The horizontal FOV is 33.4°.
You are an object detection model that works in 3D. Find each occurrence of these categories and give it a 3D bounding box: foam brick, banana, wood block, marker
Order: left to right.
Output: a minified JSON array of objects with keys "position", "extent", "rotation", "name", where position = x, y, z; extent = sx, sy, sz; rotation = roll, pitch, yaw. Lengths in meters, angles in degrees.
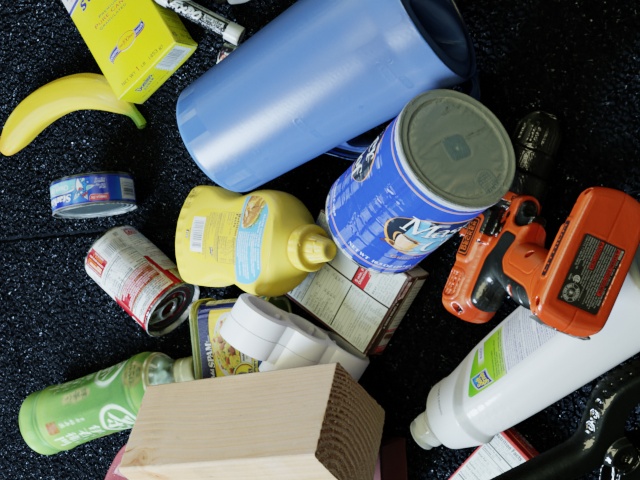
[{"position":[-0.274,-0.139,1.137],"extent":[0.198,0.037,0.069],"rotation":[-7,87,29],"name":"banana"},{"position":[-0.130,-0.226,1.039],"extent":[0.121,0.020,0.020],"rotation":[28,105,2],"name":"marker"},{"position":[-0.059,0.176,0.929],"extent":[0.206,0.090,0.090],"rotation":[-11,47,31],"name":"wood block"},{"position":[0.032,0.206,0.961],"extent":[0.078,0.051,0.053],"rotation":[-3,90,30],"name":"foam brick"}]

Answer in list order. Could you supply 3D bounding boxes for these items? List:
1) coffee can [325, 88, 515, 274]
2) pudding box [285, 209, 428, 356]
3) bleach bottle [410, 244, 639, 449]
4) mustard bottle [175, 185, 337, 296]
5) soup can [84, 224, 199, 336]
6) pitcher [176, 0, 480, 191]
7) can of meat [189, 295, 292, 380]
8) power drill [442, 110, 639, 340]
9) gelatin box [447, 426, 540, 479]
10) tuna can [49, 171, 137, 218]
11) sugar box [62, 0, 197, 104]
[{"position":[0.078,-0.044,0.869],"extent":[0.103,0.102,0.140],"rotation":[65,149,13],"name":"coffee can"},{"position":[0.028,0.037,0.969],"extent":[0.114,0.039,0.090],"rotation":[37,109,26],"name":"pudding box"},{"position":[0.170,0.092,0.867],"extent":[0.068,0.102,0.251],"rotation":[39,122,-17],"name":"bleach bottle"},{"position":[-0.056,0.001,0.973],"extent":[0.192,0.058,0.096],"rotation":[6,87,48],"name":"mustard bottle"},{"position":[-0.180,0.039,1.069],"extent":[0.102,0.068,0.068],"rotation":[40,109,23],"name":"soup can"},{"position":[0.006,-0.132,0.900],"extent":[0.243,0.144,0.149],"rotation":[-29,82,28],"name":"pitcher"},{"position":[-0.072,0.102,1.016],"extent":[0.084,0.057,0.102],"rotation":[-7,88,27],"name":"can of meat"},{"position":[0.171,-0.011,0.818],"extent":[0.057,0.188,0.184],"rotation":[20,92,-16],"name":"power drill"},{"position":[0.154,0.210,0.905],"extent":[0.073,0.030,0.089],"rotation":[47,111,22],"name":"gelatin box"},{"position":[-0.231,-0.046,1.087],"extent":[0.086,0.086,0.034],"rotation":[-11,84,29],"name":"tuna can"},{"position":[-0.206,-0.238,1.092],"extent":[0.093,0.048,0.176],"rotation":[-40,74,23],"name":"sugar box"}]
